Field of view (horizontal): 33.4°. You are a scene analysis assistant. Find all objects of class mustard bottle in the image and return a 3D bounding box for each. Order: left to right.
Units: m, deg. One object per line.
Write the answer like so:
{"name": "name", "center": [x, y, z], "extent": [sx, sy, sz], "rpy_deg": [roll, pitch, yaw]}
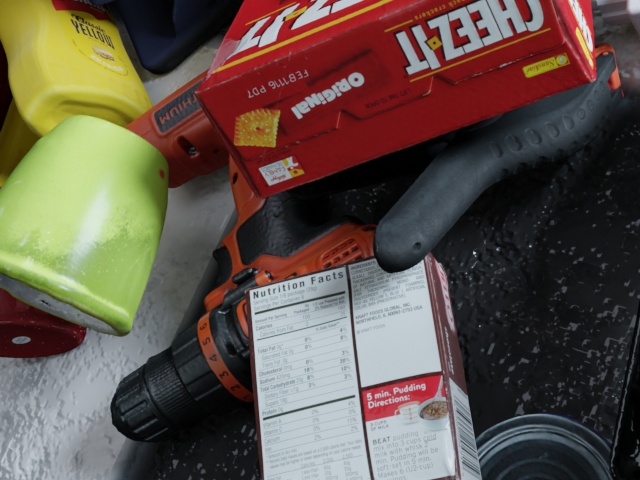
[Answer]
{"name": "mustard bottle", "center": [-0.174, -0.143, 0.704], "extent": [0.058, 0.096, 0.192], "rpy_deg": [-42, 56, 24]}

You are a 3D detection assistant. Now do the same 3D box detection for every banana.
{"name": "banana", "center": [-0.228, -0.027, 0.708], "extent": [0.037, 0.069, 0.197], "rpy_deg": [3, 61, 42]}

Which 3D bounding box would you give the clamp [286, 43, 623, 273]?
{"name": "clamp", "center": [0.072, -0.041, 0.493], "extent": [0.171, 0.039, 0.120], "rpy_deg": [-25, 34, -4]}

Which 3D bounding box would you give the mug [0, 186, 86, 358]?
{"name": "mug", "center": [-0.194, 0.023, 0.646], "extent": [0.117, 0.093, 0.081], "rpy_deg": [0, 68, -7]}

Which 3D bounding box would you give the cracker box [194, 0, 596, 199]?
{"name": "cracker box", "center": [0.044, -0.129, 0.525], "extent": [0.164, 0.072, 0.213], "rpy_deg": [-19, 31, 25]}

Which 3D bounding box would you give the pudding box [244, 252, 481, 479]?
{"name": "pudding box", "center": [0.017, 0.065, 0.471], "extent": [0.090, 0.039, 0.113], "rpy_deg": [-15, 59, 17]}

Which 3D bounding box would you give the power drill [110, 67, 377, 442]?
{"name": "power drill", "center": [-0.054, 0.001, 0.593], "extent": [0.184, 0.057, 0.188], "rpy_deg": [-31, 57, 14]}
